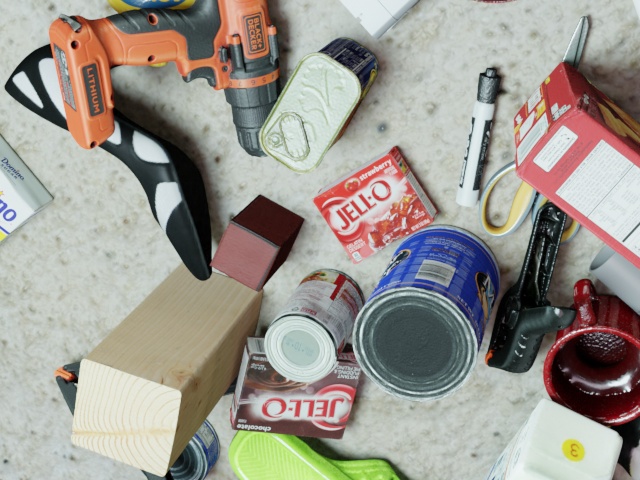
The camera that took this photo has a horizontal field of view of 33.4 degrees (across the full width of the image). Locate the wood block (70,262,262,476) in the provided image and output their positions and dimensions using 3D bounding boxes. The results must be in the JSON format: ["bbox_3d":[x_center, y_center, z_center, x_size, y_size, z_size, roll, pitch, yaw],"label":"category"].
[{"bbox_3d":[-0.133,0.109,0.967,0.091,0.205,0.090,18,116,9],"label":"wood block"}]

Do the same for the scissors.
[{"bbox_3d":[0.204,-0.077,0.890,0.096,0.016,0.202,31,117,2],"label":"scissors"}]

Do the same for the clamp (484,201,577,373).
[{"bbox_3d":[0.177,0.065,0.898,0.039,0.120,0.172,11,132,1],"label":"clamp"}]

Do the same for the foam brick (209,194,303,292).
[{"bbox_3d":[-0.056,0.001,0.971,0.051,0.078,0.053,28,115,5],"label":"foam brick"}]

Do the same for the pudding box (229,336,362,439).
[{"bbox_3d":[-0.024,0.141,1.018,0.113,0.039,0.090,8,115,-11],"label":"pudding box"}]

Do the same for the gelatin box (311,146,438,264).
[{"bbox_3d":[0.048,-0.030,0.951,0.089,0.030,0.073,-29,100,25],"label":"gelatin box"}]

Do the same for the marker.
[{"bbox_3d":[0.134,-0.087,0.906,0.020,0.020,0.121,13,115,12],"label":"marker"}]

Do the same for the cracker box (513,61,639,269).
[{"bbox_3d":[0.248,-0.034,0.801,0.213,0.164,0.072,36,111,-4],"label":"cracker box"}]

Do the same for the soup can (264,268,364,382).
[{"bbox_3d":[-0.004,0.076,0.971,0.068,0.102,0.068,6,113,15],"label":"soup can"}]

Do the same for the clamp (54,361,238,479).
[{"bbox_3d":[-0.181,0.183,1.070,0.210,0.036,0.164,15,71,18],"label":"clamp"}]

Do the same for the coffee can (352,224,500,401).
[{"bbox_3d":[0.094,0.059,0.910,0.103,0.140,0.103,6,113,15],"label":"coffee can"}]

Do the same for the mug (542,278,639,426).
[{"bbox_3d":[0.237,0.087,0.910,0.093,0.081,0.117,-16,106,23],"label":"mug"}]

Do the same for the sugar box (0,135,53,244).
[{"bbox_3d":[-0.362,-0.023,1.076,0.176,0.048,0.093,-36,97,28],"label":"sugar box"}]

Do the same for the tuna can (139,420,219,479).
[{"bbox_3d":[-0.151,0.218,1.113,0.086,0.033,0.086,6,113,15],"label":"tuna can"}]

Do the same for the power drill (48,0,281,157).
[{"bbox_3d":[-0.121,-0.137,0.893,0.057,0.187,0.184,33,137,54],"label":"power drill"}]

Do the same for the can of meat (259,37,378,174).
[{"bbox_3d":[0.002,-0.116,0.900,0.057,0.083,0.102,33,117,2],"label":"can of meat"}]
